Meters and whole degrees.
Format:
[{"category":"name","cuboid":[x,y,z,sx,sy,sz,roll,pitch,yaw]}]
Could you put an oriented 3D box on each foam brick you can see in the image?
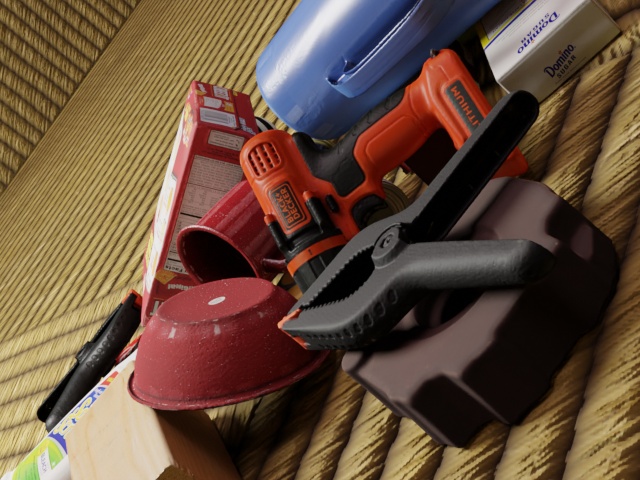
[{"category":"foam brick","cuboid":[0.092,-0.076,0.842,0.051,0.053,0.078,-45,22,11]}]

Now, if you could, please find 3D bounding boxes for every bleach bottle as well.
[{"category":"bleach bottle","cuboid":[-0.194,0.168,0.981,0.251,0.068,0.103,-49,24,6]}]

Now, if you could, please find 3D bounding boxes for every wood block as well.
[{"category":"wood block","cuboid":[-0.122,0.179,0.793,0.090,0.090,0.206,-49,21,-1]}]

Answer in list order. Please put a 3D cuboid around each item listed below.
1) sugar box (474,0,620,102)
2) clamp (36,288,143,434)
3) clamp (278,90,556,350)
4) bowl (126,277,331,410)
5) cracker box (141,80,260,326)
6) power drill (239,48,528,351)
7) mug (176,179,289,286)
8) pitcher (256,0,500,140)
[{"category":"sugar box","cuboid":[0.175,-0.182,0.866,0.093,0.048,0.176,-42,26,23]},{"category":"clamp","cuboid":[-0.231,0.128,1.085,0.171,0.039,0.120,-56,21,-4]},{"category":"clamp","cuboid":[0.055,0.013,0.636,0.210,0.036,0.164,-39,24,24]},{"category":"bowl","cuboid":[-0.074,0.070,0.813,0.162,0.055,0.162,-11,16,3]},{"category":"cracker box","cuboid":[-0.122,-0.035,1.071,0.164,0.072,0.214,-110,35,-67]},{"category":"power drill","cuboid":[0.051,-0.034,0.768,0.188,0.184,0.057,-31,-16,10]},{"category":"mug","cuboid":[-0.056,0.001,0.930,0.117,0.093,0.081,8,43,38]},{"category":"pitcher","cuboid":[0.047,-0.187,0.909,0.148,0.145,0.243,-12,-22,-45]}]
